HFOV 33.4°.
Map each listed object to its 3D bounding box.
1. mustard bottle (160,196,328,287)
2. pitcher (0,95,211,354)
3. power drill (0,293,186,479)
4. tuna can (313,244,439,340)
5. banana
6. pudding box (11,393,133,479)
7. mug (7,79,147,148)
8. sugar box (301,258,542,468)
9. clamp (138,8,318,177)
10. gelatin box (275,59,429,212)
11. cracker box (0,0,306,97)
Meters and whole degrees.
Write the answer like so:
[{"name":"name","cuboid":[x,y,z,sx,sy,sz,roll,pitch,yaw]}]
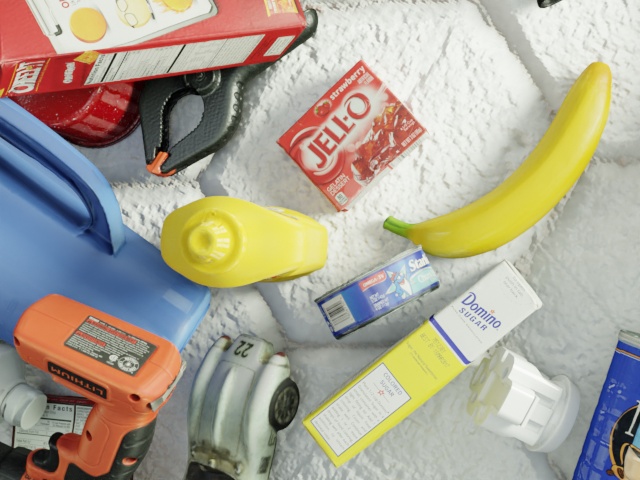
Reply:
[{"name":"mustard bottle","cuboid":[-0.055,0.001,0.720,0.096,0.191,0.058,5,90,9]},{"name":"pitcher","cuboid":[-0.199,0.008,0.758,0.243,0.149,0.145,34,81,-5]},{"name":"power drill","cuboid":[-0.175,0.129,0.722,0.184,0.057,0.188,21,125,6]},{"name":"tuna can","cuboid":[0.041,0.037,0.755,0.086,0.086,0.034,-28,85,9]},{"name":"banana","cuboid":[0.139,-0.044,0.762,0.198,0.037,0.069,-37,83,8]},{"name":"pudding box","cuboid":[-0.192,0.177,0.822,0.090,0.039,0.113,4,87,14]},{"name":"mug","cuboid":[-0.192,-0.110,0.806,0.093,0.081,0.117,39,96,9]},{"name":"sugar box","cuboid":[0.074,0.083,0.744,0.176,0.093,0.048,-38,83,9]},{"name":"clamp","cuboid":[-0.077,-0.123,0.806,0.120,0.039,0.171,18,91,15]},{"name":"gelatin box","cuboid":[0.023,-0.076,0.789,0.089,0.030,0.073,-43,81,7]},{"name":"cracker box","cuboid":[-0.136,-0.192,0.723,0.213,0.072,0.164,-13,78,-26]}]
